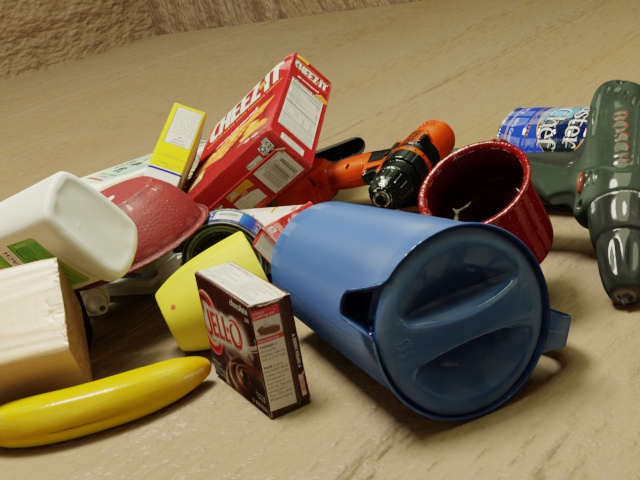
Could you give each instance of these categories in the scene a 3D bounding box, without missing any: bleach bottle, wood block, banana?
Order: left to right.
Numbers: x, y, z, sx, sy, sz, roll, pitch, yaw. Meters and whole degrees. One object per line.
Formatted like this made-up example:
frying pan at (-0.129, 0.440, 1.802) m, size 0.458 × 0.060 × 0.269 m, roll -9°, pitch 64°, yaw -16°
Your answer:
wood block at (-0.297, 0.094, 0.855) m, size 0.206 × 0.091 × 0.090 m, roll -14°, pitch 59°, yaw -5°
bleach bottle at (-0.284, 0.024, 0.946) m, size 0.251 × 0.102 × 0.068 m, roll -22°, pitch 41°, yaw 33°
banana at (-0.182, 0.125, 0.823) m, size 0.197 × 0.037 × 0.069 m, roll -13°, pitch 18°, yaw -2°

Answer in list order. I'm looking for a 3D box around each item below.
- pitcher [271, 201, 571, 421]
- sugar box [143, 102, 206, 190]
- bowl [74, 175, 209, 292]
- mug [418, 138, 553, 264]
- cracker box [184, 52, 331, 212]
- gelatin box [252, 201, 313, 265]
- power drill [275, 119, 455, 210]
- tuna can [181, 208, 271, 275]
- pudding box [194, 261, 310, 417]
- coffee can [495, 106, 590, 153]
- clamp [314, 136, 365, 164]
pitcher at (0.061, 0.039, 0.806) m, size 0.145 × 0.149 × 0.243 m, roll -39°, pitch 21°, yaw -12°
sugar box at (-0.178, -0.065, 1.206) m, size 0.048 × 0.093 × 0.176 m, roll 20°, pitch 45°, yaw -3°
bowl at (-0.189, -0.016, 1.007) m, size 0.162 × 0.055 × 0.162 m, roll -22°, pitch 19°, yaw 8°
mug at (0.139, -0.028, 0.861) m, size 0.093 × 0.081 × 0.117 m, roll -6°, pitch 49°, yaw 31°
cracker box at (-0.076, -0.108, 1.234) m, size 0.164 × 0.072 × 0.213 m, roll -39°, pitch 21°, yaw 27°
gelatin box at (-0.007, 0.012, 0.983) m, size 0.073 × 0.089 × 0.030 m, roll -30°, pitch -20°, yaw -45°
power drill at (0.044, -0.066, 1.179) m, size 0.188 × 0.057 × 0.184 m, roll -13°, pitch 18°, yaw 33°
tuna can at (-0.089, 0.015, 1.022) m, size 0.086 × 0.086 × 0.033 m, roll -8°, pitch 19°, yaw 11°
pudding box at (-0.054, 0.072, 0.814) m, size 0.039 × 0.090 × 0.114 m, roll -20°, pitch 19°, yaw -25°
coffee can at (0.259, -0.083, 1.067) m, size 0.141 × 0.103 × 0.102 m, roll 6°, pitch 25°, yaw 45°
clamp at (-0.020, -0.098, 1.404) m, size 0.172 × 0.039 × 0.120 m, roll -5°, pitch 17°, yaw 21°
